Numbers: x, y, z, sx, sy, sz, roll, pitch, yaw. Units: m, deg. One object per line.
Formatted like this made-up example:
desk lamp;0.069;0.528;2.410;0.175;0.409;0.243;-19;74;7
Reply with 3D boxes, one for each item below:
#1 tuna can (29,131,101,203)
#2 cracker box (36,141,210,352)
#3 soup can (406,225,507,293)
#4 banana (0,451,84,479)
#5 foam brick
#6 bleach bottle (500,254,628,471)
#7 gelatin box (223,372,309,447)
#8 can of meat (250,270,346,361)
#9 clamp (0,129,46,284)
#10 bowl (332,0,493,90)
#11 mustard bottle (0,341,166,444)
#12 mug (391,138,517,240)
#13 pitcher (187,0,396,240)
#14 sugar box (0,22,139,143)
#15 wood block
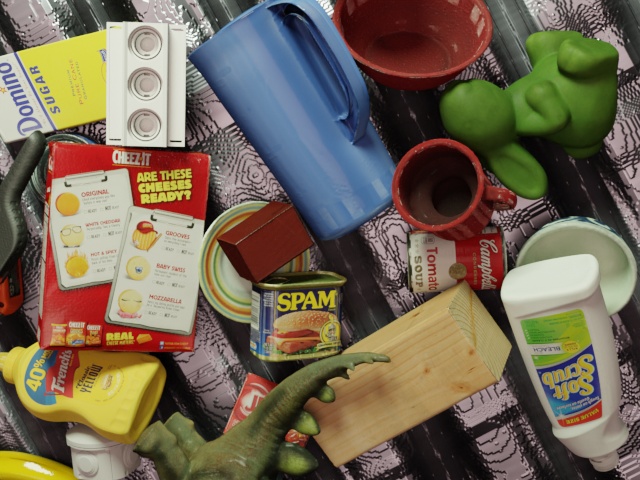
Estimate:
tuna can;-0.275;-0.076;1.164;0.086;0.033;0.086;1;97;4
cracker box;-0.210;0.007;1.127;0.164;0.072;0.214;3;97;-20
soup can;0.143;0.020;1.129;0.102;0.068;0.068;-3;97;5
banana;-0.326;0.275;1.212;0.198;0.037;0.070;7;116;5
foam brick;-0.057;0.001;1.113;0.078;0.053;0.051;-34;111;-18
bleach bottle;0.271;0.138;1.108;0.103;0.068;0.251;-12;118;27
gelatin box;-0.052;0.195;1.174;0.089;0.030;0.073;22;81;0
can of meat;-0.025;0.080;1.140;0.101;0.058;0.084;-2;101;-26
clamp;-0.336;-0.038;1.118;0.120;0.039;0.171;-8;90;20
bowl;0.091;-0.204;1.087;0.162;0.055;0.162;1;52;-1
mustard bottle;-0.271;0.153;1.163;0.192;0.058;0.096;12;61;18
mug;0.139;-0.045;1.066;0.117;0.081;0.093;4;80;24
pitcher;-0.012;-0.128;1.086;0.145;0.149;0.243;-32;97;8
sugar box;-0.267;-0.168;1.146;0.176;0.048;0.093;-14;98;4
wood block;0.082;0.139;1.107;0.206;0.090;0.090;-34;94;25
